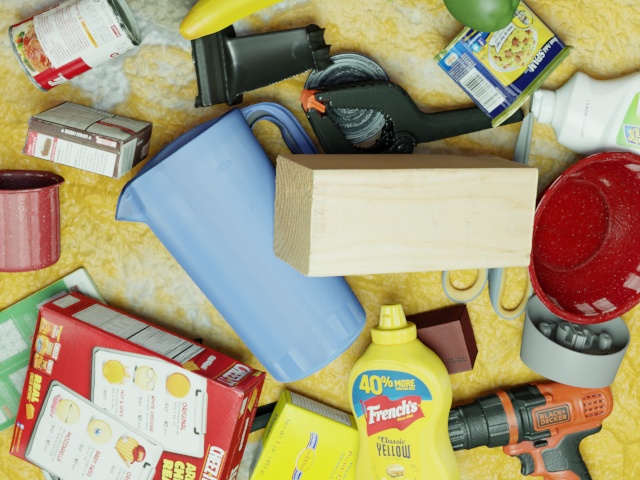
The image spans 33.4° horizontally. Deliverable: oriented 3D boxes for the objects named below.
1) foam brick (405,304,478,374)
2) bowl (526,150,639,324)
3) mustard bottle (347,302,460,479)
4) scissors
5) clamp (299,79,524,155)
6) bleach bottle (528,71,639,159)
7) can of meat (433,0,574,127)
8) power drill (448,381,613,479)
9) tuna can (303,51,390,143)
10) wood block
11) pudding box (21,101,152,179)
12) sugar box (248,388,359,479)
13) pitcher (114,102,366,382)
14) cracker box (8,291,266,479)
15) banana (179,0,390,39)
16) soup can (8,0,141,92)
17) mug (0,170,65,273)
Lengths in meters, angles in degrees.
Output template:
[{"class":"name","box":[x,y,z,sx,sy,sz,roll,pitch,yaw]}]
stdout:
[{"class":"foam brick","box":[0.106,0.100,1.022,0.078,0.051,0.053,-13,101,16]},{"class":"bowl","box":[0.246,-0.007,0.981,0.161,0.055,0.162,-6,107,-20]},{"class":"mustard bottle","box":[0.074,0.151,0.978,0.096,0.058,0.191,-1,99,29]},{"class":"scissors","box":[0.158,-0.019,1.007,0.096,0.016,0.202,-4,109,10]},{"class":"clamp","box":[0.079,-0.095,0.974,0.209,0.036,0.164,31,98,-25]},{"class":"bleach bottle","box":[0.319,-0.117,0.971,0.251,0.068,0.102,8,97,5]},{"class":"can of meat","box":[0.163,-0.166,0.957,0.084,0.058,0.102,45,65,-2]},{"class":"power drill","box":[0.202,0.232,1.033,0.184,0.057,0.187,-12,101,-4]},{"class":"tuna can","box":[0.026,-0.133,0.998,0.086,0.033,0.086,1,101,3]},{"class":"wood block","box":[0.071,-0.025,0.918,0.205,0.091,0.090,-2,102,-22]},{"class":"pudding box","box":[-0.211,-0.094,0.979,0.090,0.113,0.039,14,104,1]},{"class":"sugar box","box":[0.026,0.222,1.046,0.176,0.048,0.093,23,101,-8]},{"class":"pitcher","box":[-0.056,0.001,0.987,0.149,0.144,0.243,-29,102,31]},{"class":"cracker box","box":[-0.174,0.163,1.006,0.214,0.072,0.164,21,108,14]},{"class":"banana","box":[-0.034,-0.228,0.968,0.198,0.069,0.037,-12,131,1]},{"class":"soup can","box":[-0.225,-0.189,0.985,0.102,0.068,0.068,-25,98,7]},{"class":"mug","box":[-0.298,-0.020,1.017,0.117,0.093,0.081,12,108,32]}]
